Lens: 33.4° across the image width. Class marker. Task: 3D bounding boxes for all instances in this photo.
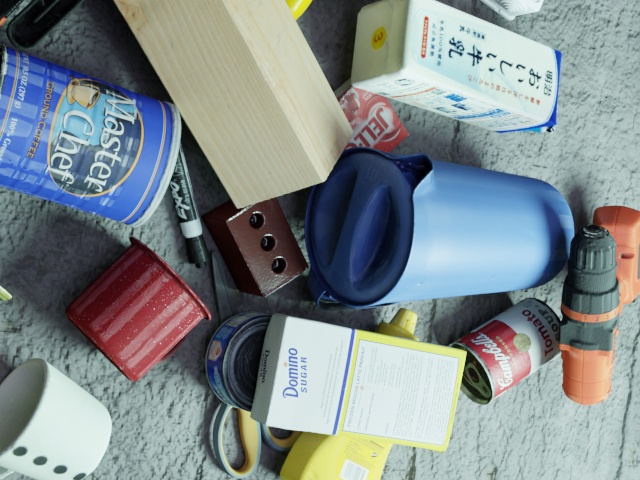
[{"bbox_3d":[-0.116,-0.035,0.905,0.020,0.020,0.121,-19,102,-26],"label":"marker"}]

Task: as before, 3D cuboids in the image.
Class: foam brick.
[{"bbox_3d":[-0.056,0.001,0.921,0.053,0.051,0.078,-33,108,-23],"label":"foam brick"}]

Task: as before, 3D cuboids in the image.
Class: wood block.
[{"bbox_3d":[-0.067,-0.142,0.859,0.206,0.091,0.090,60,33,-22],"label":"wood block"}]

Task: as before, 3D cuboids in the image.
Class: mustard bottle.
[{"bbox_3d":[0.041,0.150,0.978,0.096,0.058,0.191,35,77,-37],"label":"mustard bottle"}]

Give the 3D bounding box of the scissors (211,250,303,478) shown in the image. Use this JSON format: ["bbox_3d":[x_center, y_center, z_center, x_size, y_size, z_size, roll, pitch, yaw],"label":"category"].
[{"bbox_3d":[-0.057,0.110,0.949,0.096,0.016,0.202,1,93,-30],"label":"scissors"}]

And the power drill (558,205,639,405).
[{"bbox_3d":[0.271,0.038,1.030,0.187,0.057,0.184,-48,141,-52],"label":"power drill"}]

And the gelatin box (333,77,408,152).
[{"bbox_3d":[0.028,-0.099,0.971,0.089,0.030,0.073,-41,111,-19],"label":"gelatin box"}]

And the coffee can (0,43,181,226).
[{"bbox_3d":[-0.191,-0.078,0.814,0.140,0.103,0.103,17,85,-28],"label":"coffee can"}]

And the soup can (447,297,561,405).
[{"bbox_3d":[0.182,0.107,1.047,0.102,0.069,0.068,-28,106,-24],"label":"soup can"}]

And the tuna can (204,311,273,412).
[{"bbox_3d":[-0.054,0.105,0.919,0.086,0.034,0.086,-2,93,-31],"label":"tuna can"}]

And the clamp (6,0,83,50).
[{"bbox_3d":[-0.153,-0.224,0.808,0.165,0.210,0.036,-30,115,21],"label":"clamp"}]

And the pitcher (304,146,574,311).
[{"bbox_3d":[0.109,-0.003,0.960,0.242,0.149,0.145,2,93,-41],"label":"pitcher"}]

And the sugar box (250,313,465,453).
[{"bbox_3d":[0.034,0.123,0.915,0.176,0.048,0.093,13,85,-21],"label":"sugar box"}]

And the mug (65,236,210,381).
[{"bbox_3d":[-0.146,0.064,0.865,0.081,0.093,0.117,-45,149,-13],"label":"mug"}]
